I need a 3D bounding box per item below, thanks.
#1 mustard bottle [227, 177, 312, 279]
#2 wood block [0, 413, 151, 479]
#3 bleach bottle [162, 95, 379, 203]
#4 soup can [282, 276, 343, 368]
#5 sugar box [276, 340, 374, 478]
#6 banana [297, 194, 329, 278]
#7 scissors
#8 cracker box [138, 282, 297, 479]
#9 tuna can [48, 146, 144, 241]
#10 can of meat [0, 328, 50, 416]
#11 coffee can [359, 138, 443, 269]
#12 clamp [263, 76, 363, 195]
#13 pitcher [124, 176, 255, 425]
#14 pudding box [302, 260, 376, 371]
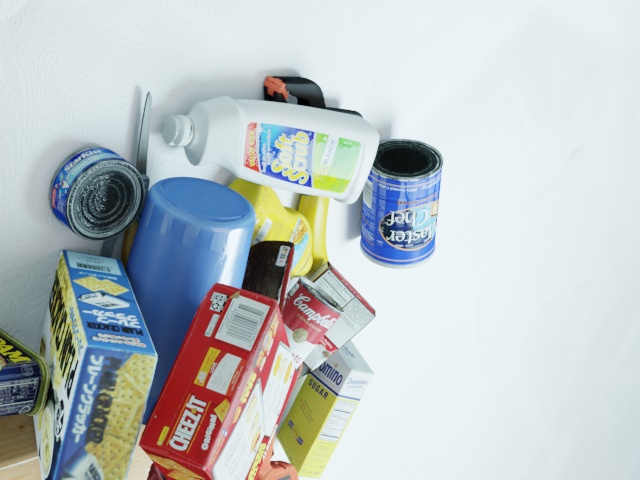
[{"bbox_3d":[-0.059,0.001,1.246,0.096,0.058,0.191,-60,148,-6],"label":"mustard bottle"},{"bbox_3d":[-0.270,0.214,1.073,0.205,0.090,0.091,-9,122,-52],"label":"wood block"},{"bbox_3d":[-0.057,-0.098,1.140,0.250,0.068,0.103,3,118,-39],"label":"bleach bottle"},{"bbox_3d":[-0.030,0.103,1.279,0.102,0.069,0.068,-51,148,6],"label":"soup can"},{"bbox_3d":[0.004,0.224,1.443,0.048,0.093,0.176,13,111,-28],"label":"sugar box"},{"bbox_3d":[-0.002,-0.008,1.339,0.069,0.037,0.198,-28,134,-39],"label":"banana"},{"bbox_3d":[-0.172,-0.051,1.085,0.096,0.016,0.202,-1,114,-57],"label":"scissors"},{"bbox_3d":[-0.089,0.157,1.007,0.214,0.072,0.164,82,29,-64],"label":"cracker box"},{"bbox_3d":[-0.210,-0.043,1.007,0.086,0.034,0.086,-23,128,-33],"label":"tuna can"},{"bbox_3d":[-0.305,0.119,0.942,0.083,0.102,0.057,-1,111,-52],"label":"can of meat"},{"bbox_3d":[0.105,-0.048,1.400,0.102,0.103,0.140,-33,137,-38],"label":"coffee can"},{"bbox_3d":[-0.021,-0.125,1.226,0.171,0.039,0.120,31,84,-51],"label":"clamp"},{"bbox_3d":[-0.145,0.059,1.090,0.144,0.149,0.243,-5,122,-42],"label":"pitcher"},{"bbox_3d":[0.000,0.096,1.338,0.113,0.090,0.039,-42,-171,7],"label":"pudding box"}]
